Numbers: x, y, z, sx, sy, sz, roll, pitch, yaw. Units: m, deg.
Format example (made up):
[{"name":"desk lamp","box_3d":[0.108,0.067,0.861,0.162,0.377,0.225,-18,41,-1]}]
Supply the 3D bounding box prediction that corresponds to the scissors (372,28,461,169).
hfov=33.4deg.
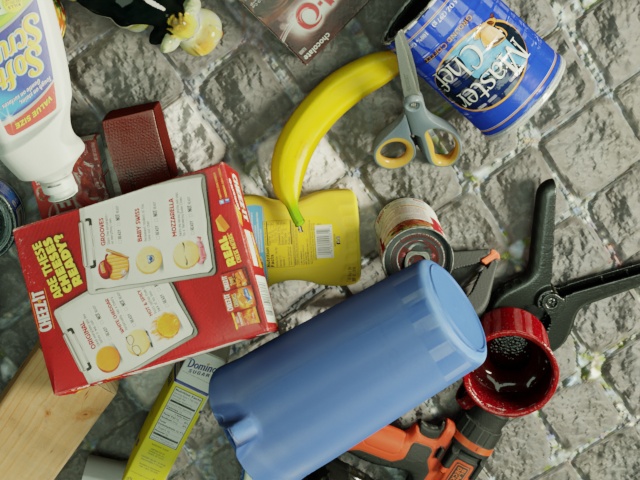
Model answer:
[{"name":"scissors","box_3d":[0.071,-0.121,0.999,0.096,0.016,0.201,-17,146,21]}]

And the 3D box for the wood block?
[{"name":"wood block","box_3d":[-0.299,0.193,1.110,0.090,0.091,0.206,34,105,-12]}]

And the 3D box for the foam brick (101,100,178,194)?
[{"name":"foam brick","box_3d":[-0.175,-0.090,1.036,0.053,0.051,0.078,-11,109,3]}]

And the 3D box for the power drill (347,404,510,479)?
[{"name":"power drill","box_3d":[0.098,0.195,1.142,0.187,0.057,0.184,28,103,-10]}]

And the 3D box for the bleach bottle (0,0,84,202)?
[{"name":"bleach bottle","box_3d":[-0.264,-0.155,0.946,0.102,0.068,0.251,-23,114,-15]}]

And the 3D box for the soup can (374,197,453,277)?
[{"name":"soup can","box_3d":[0.090,0.003,1.051,0.068,0.102,0.068,-1,109,-2]}]

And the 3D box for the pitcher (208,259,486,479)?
[{"name":"pitcher","box_3d":[0.030,0.119,0.993,0.243,0.149,0.145,-32,125,19]}]

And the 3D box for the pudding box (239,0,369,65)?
[{"name":"pudding box","box_3d":[-0.007,-0.236,0.997,0.090,0.039,0.113,42,103,-15]}]

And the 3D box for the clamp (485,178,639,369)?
[{"name":"clamp","box_3d":[0.247,0.058,1.109,0.164,0.036,0.210,27,108,-9]}]

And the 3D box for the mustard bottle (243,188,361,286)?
[{"name":"mustard bottle","box_3d":[-0.057,0.001,1.067,0.191,0.058,0.096,-4,99,-1]}]

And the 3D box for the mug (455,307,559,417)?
[{"name":"mug","box_3d":[0.182,0.126,1.075,0.093,0.081,0.117,41,110,-6]}]

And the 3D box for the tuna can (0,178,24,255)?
[{"name":"tuna can","box_3d":[-0.341,-0.022,1.063,0.086,0.034,0.086,-1,109,-2]}]

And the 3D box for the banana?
[{"name":"banana","box_3d":[0.006,-0.112,1.034,0.069,0.037,0.198,33,93,3]}]

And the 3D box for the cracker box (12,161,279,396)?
[{"name":"cracker box","box_3d":[-0.162,0.038,1.006,0.214,0.072,0.164,-18,81,8]}]

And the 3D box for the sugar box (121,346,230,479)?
[{"name":"sugar box","box_3d":[-0.147,0.169,1.106,0.048,0.093,0.176,23,106,-8]}]

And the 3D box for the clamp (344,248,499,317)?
[{"name":"clamp","box_3d":[0.106,0.061,1.095,0.120,0.039,0.171,42,85,-2]}]

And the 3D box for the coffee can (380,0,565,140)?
[{"name":"coffee can","box_3d":[0.141,-0.176,0.990,0.140,0.103,0.103,40,103,-14]}]

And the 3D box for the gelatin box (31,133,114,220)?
[{"name":"gelatin box","box_3d":[-0.246,-0.055,1.057,0.073,0.030,0.089,-9,109,1]}]
